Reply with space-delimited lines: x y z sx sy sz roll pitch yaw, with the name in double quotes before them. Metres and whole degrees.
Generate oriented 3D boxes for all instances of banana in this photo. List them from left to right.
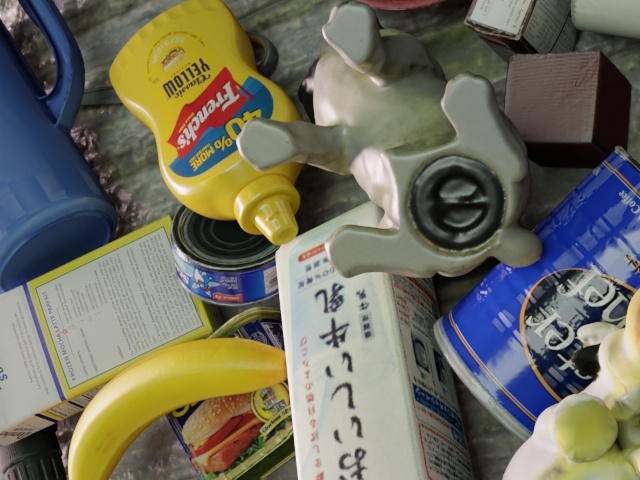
"banana" -0.101 0.107 0.667 0.198 0.037 0.069 -42 89 25

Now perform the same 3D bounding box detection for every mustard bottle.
"mustard bottle" -0.063 -0.070 0.689 0.096 0.058 0.192 -34 57 4

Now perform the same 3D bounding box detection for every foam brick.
"foam brick" 0.141 -0.073 0.607 0.053 0.078 0.051 4 85 29

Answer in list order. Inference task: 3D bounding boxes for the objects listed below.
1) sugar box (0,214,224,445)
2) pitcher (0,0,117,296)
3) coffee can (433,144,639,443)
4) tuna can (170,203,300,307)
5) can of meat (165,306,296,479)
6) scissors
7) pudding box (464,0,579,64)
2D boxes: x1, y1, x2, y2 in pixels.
"sugar box" -0.161 0.063 0.737 0.176 0.048 0.093 -25 69 5
"pitcher" -0.246 -0.085 0.792 0.243 0.144 0.149 52 142 21
"coffee can" 0.145 0.034 0.573 0.140 0.102 0.103 -46 64 14
"tuna can" -0.055 0.001 0.696 0.086 0.034 0.086 -1 44 1
"can of meat" -0.049 0.107 0.692 0.102 0.057 0.084 -40 69 18
"scissors" -0.117 -0.093 0.783 0.202 0.016 0.096 -17 74 25
"pudding box" 0.133 -0.159 0.618 0.039 0.089 0.113 23 93 28
